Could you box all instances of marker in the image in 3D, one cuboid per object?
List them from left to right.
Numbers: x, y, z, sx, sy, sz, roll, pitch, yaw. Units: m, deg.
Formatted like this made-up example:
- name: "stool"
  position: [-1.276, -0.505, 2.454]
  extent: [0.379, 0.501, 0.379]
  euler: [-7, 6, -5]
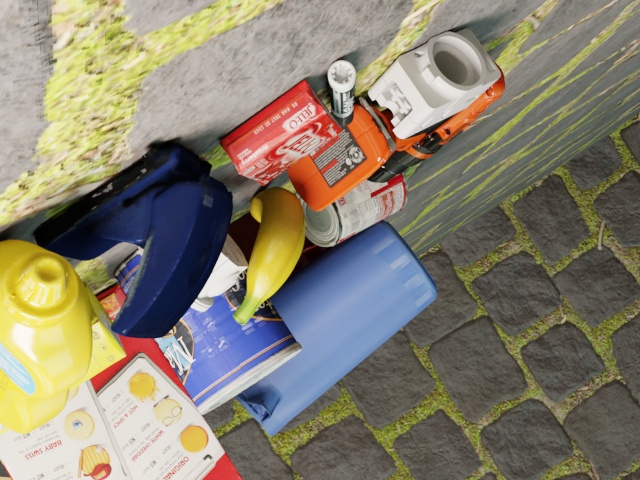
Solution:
- name: "marker"
  position: [0.016, -0.105, 0.776]
  extent: [0.020, 0.020, 0.121]
  euler: [-33, 173, -3]

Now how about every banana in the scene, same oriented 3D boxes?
- name: "banana"
  position: [-0.042, -0.007, 0.881]
  extent: [0.070, 0.037, 0.197]
  euler: [-35, -160, 18]

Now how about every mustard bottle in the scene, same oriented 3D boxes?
- name: "mustard bottle"
  position: [-0.179, 0.052, 0.642]
  extent: [0.058, 0.096, 0.192]
  euler: [-29, 172, -30]

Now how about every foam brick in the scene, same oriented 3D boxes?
- name: "foam brick"
  position: [-0.068, 0.007, 1.035]
  extent: [0.078, 0.051, 0.053]
  euler: [-33, 174, -6]

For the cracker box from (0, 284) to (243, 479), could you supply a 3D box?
- name: "cracker box"
  position: [-0.191, 0.172, 0.930]
  extent: [0.164, 0.214, 0.072]
  euler: [-31, 172, -18]

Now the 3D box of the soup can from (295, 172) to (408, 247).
- name: "soup can"
  position: [0.031, -0.042, 1.082]
  extent: [0.102, 0.068, 0.069]
  euler: [-28, 171, -37]

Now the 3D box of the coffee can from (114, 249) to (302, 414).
- name: "coffee can"
  position: [-0.096, 0.062, 0.910]
  extent: [0.103, 0.140, 0.103]
  euler: [-33, 173, -5]

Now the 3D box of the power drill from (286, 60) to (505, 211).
- name: "power drill"
  position: [0.056, -0.087, 0.943]
  extent: [0.187, 0.057, 0.185]
  euler: [-29, 172, -46]

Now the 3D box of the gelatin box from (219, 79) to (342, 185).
- name: "gelatin box"
  position: [-0.026, -0.073, 0.755]
  extent: [0.073, 0.030, 0.089]
  euler: [-34, 173, 5]

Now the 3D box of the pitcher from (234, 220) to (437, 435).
- name: "pitcher"
  position: [-0.002, 0.083, 1.155]
  extent: [0.243, 0.149, 0.145]
  euler: [-37, 158, 0]
